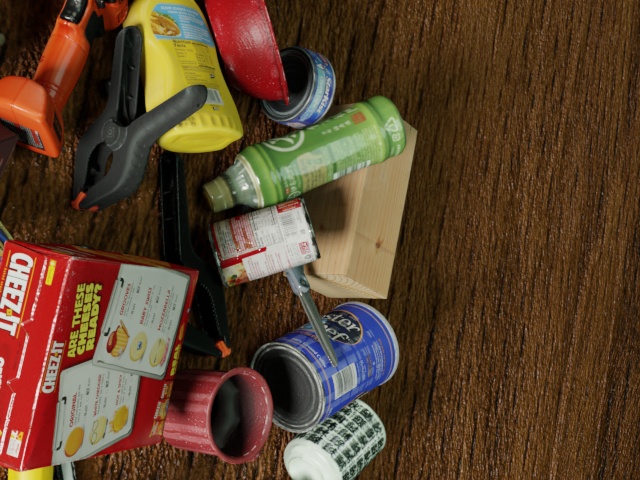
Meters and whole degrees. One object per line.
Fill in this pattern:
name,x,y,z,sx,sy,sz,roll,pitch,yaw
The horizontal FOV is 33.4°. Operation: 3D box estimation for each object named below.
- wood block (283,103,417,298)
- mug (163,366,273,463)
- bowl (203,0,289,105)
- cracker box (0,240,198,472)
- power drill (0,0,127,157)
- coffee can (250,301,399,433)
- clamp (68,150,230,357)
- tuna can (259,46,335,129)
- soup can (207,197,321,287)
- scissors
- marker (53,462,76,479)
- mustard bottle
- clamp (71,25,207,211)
wood block,0.037,-0.045,1.227,0.090,0.090,0.206,29,67,-48
mug,-0.101,0.178,1.060,0.117,0.082,0.093,57,49,-32
bowl,-0.079,-0.207,1.079,0.162,0.055,0.162,163,-90,-87
cracker box,-0.191,0.090,0.880,0.213,0.072,0.164,13,90,-69
power drill,-0.212,-0.176,0.887,0.184,0.057,0.187,108,4,-73
coffee can,0.006,0.137,1.175,0.140,0.103,0.103,-24,107,-48
clamp,-0.143,0.027,1.049,0.210,0.036,0.164,57,49,-31
tuna can,-0.027,-0.166,1.156,0.033,0.086,0.086,10,81,-48
soup can,-0.057,0.001,1.084,0.068,0.102,0.068,165,-92,-89
scissors,-0.015,0.036,1.150,0.202,0.016,0.096,57,35,6
marker,-0.228,0.214,0.955,0.020,0.020,0.121,-15,101,-50
mustard bottle,-0.139,-0.180,1.015,0.096,0.058,0.191,-4,72,-51
clamp,-0.166,-0.094,0.949,0.039,0.120,0.171,8,110,-48
